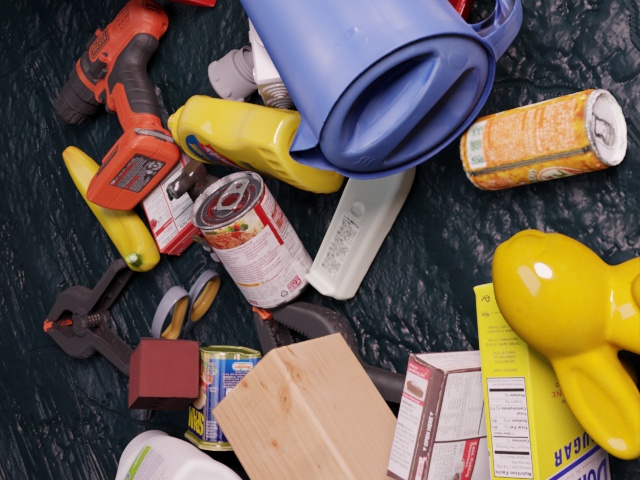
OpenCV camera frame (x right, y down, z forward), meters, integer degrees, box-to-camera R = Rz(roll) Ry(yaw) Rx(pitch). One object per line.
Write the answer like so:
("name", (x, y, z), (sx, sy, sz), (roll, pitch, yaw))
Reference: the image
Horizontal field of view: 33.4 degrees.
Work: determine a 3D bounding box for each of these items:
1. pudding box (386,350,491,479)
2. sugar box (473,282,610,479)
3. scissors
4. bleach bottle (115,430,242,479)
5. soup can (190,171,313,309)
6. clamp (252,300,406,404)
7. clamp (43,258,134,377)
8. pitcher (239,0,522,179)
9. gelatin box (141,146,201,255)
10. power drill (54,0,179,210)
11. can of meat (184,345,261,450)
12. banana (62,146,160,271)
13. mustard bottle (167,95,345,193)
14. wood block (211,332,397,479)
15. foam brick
("pudding box", (0.104, 0.125, 0.753), (0.039, 0.113, 0.090), (18, 102, 46))
("sugar box", (0.153, 0.114, 0.721), (0.048, 0.093, 0.176), (-12, 82, 44))
("scissors", (-0.136, 0.098, 1.038), (0.016, 0.096, 0.202), (36, 146, 16))
("bleach bottle", (-0.140, 0.218, 0.970), (0.102, 0.068, 0.251), (-59, 17, -6))
("soup can", (-0.056, 0.001, 0.904), (0.069, 0.102, 0.068), (-20, 36, 16))
("clamp", (0.008, 0.132, 0.897), (0.210, 0.036, 0.165), (42, 117, 32))
("clamp", (-0.241, 0.076, 1.134), (0.172, 0.039, 0.120), (4, 91, 44))
("pitcher", (0.019, -0.177, 0.762), (0.243, 0.149, 0.145), (60, 141, 30))
("gelatin box", (-0.139, -0.041, 1.044), (0.073, 0.030, 0.089), (-40, 63, 35))
("power drill", (-0.208, -0.126, 1.070), (0.185, 0.057, 0.188), (-42, 50, 37))
("can of meat", (-0.086, 0.139, 0.955), (0.102, 0.057, 0.084), (174, 98, -73))
("banana", (-0.208, -0.025, 1.089), (0.037, 0.069, 0.198), (-33, 49, -10))
("mustard bottle", (-0.069, -0.090, 0.932), (0.192, 0.096, 0.058), (17, 83, 43))
("wood block", (0.018, 0.184, 0.811), (0.090, 0.090, 0.206), (-47, 67, 32))
("foam brick", (-0.139, 0.120, 0.946), (0.078, 0.053, 0.051), (133, 139, -67))
